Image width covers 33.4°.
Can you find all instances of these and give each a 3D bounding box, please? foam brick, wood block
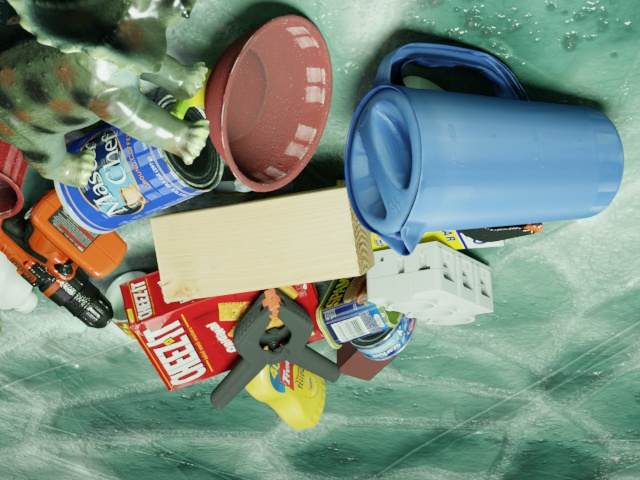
[{"bbox_3d":[0.060,0.141,1.396,0.051,0.053,0.078,18,143,-18],"label":"foam brick"},{"bbox_3d":[-0.057,0.002,1.099,0.206,0.091,0.090,-9,-176,14],"label":"wood block"}]

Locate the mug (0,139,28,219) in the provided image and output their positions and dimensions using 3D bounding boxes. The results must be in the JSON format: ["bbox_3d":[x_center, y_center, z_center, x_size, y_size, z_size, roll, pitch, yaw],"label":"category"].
[{"bbox_3d":[-0.345,-0.074,1.117,0.093,0.081,0.117,0,144,7],"label":"mug"}]

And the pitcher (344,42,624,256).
[{"bbox_3d":[0.153,-0.082,0.977,0.242,0.145,0.149,-2,129,-27],"label":"pitcher"}]

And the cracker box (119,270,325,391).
[{"bbox_3d":[-0.109,0.086,1.269,0.213,0.072,0.164,-19,143,-2],"label":"cracker box"}]

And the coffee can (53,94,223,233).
[{"bbox_3d":[-0.184,-0.076,1.076,0.141,0.103,0.102,-20,138,30],"label":"coffee can"}]

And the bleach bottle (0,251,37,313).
[{"bbox_3d":[-0.416,0.015,1.268,0.103,0.068,0.250,-9,145,23],"label":"bleach bottle"}]

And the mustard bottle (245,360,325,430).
[{"bbox_3d":[-0.065,0.171,1.416,0.058,0.096,0.191,-17,139,28],"label":"mustard bottle"}]

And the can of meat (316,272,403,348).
[{"bbox_3d":[0.053,0.074,1.261,0.084,0.102,0.057,-20,110,27],"label":"can of meat"}]

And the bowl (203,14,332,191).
[{"bbox_3d":[-0.056,-0.129,0.972,0.055,0.162,0.162,19,154,32],"label":"bowl"}]

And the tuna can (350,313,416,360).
[{"bbox_3d":[0.074,0.102,1.312,0.086,0.086,0.033,-20,136,31],"label":"tuna can"}]

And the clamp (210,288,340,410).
[{"bbox_3d":[-0.045,0.126,1.258,0.164,0.036,0.210,-9,142,-16],"label":"clamp"}]

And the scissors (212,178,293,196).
[{"bbox_3d":[-0.059,-0.057,1.081,0.096,0.016,0.202,-3,-179,-16],"label":"scissors"}]

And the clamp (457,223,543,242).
[{"bbox_3d":[0.139,-0.033,1.087,0.171,0.039,0.120,22,136,-13],"label":"clamp"}]

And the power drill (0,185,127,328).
[{"bbox_3d":[-0.282,0.021,1.189,0.184,0.057,0.188,43,149,-13],"label":"power drill"}]
